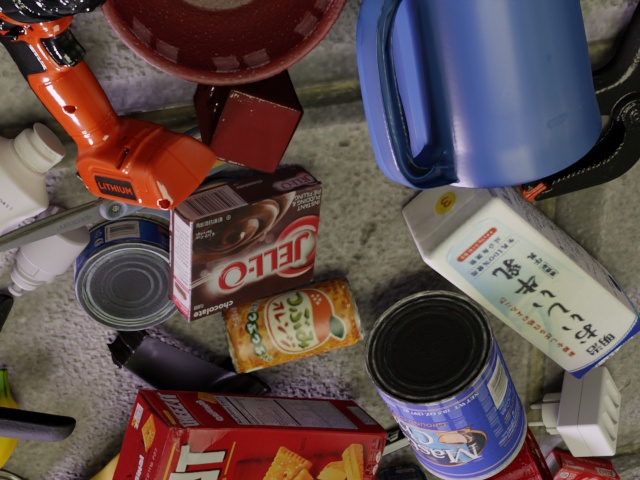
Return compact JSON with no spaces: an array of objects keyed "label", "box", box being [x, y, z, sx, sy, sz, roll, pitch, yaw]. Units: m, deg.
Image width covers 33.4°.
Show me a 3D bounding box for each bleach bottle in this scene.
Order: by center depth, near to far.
[{"label":"bleach bottle","box":[-0.273,0.012,0.751,0.251,0.068,0.102,-38,125,12]}]

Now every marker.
[{"label":"marker","box":[0.061,0.186,0.973,0.121,0.020,0.020,-24,126,5]}]

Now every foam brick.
[{"label":"foam brick","box":[-0.050,-0.090,0.716,0.051,0.078,0.053,14,121,-23]}]

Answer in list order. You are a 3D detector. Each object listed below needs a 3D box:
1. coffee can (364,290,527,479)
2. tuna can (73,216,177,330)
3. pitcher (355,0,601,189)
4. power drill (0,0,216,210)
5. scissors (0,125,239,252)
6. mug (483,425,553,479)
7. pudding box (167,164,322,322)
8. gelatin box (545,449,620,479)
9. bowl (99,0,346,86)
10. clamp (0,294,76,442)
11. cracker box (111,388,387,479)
[{"label":"coffee can","box":[0.104,0.121,0.868,0.103,0.103,0.140,-24,138,5]},{"label":"tuna can","box":[-0.143,0.026,0.806,0.086,0.034,0.086,-6,126,-8]},{"label":"pitcher","box":[0.090,-0.157,0.664,0.145,0.149,0.243,-9,124,12]},{"label":"power drill","box":[-0.141,-0.103,0.636,0.057,0.185,0.187,-49,128,-22]},{"label":"scissors","box":[-0.133,-0.016,0.761,0.201,0.016,0.096,-32,135,-7]},{"label":"mug","box":[0.170,0.225,0.989,0.081,0.093,0.117,-26,149,12]},{"label":"pudding box","box":[-0.055,0.001,0.782,0.113,0.039,0.090,-16,129,-29]},{"label":"gelatin box","box":[0.240,0.250,1.051,0.073,0.030,0.089,17,120,-23]},{"label":"bowl","box":[-0.061,-0.180,0.654,0.162,0.055,0.162,-3,115,-8]},{"label":"clamp","box":[-0.279,0.116,0.825,0.172,0.039,0.120,-19,85,15]},{"label":"cracker box","box":[-0.063,0.213,0.874,0.213,0.072,0.164,9,104,-36]}]
